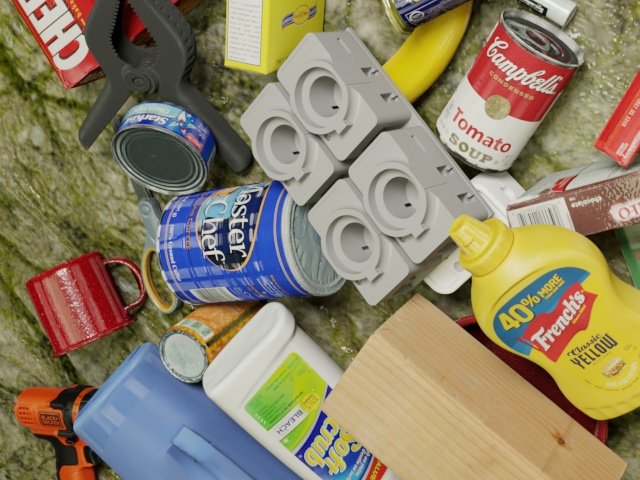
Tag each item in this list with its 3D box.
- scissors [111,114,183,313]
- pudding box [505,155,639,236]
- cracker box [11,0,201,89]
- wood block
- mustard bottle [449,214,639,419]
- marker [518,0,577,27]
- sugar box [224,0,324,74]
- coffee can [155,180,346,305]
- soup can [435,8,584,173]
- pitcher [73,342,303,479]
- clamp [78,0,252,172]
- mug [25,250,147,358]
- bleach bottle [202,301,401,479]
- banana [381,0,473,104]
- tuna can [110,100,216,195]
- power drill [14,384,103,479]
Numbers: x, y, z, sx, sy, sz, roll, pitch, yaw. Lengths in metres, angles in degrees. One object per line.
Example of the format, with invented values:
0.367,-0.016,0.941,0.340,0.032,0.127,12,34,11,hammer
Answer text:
-0.147,-0.023,1.019,0.096,0.016,0.202,4,111,28,scissors
0.200,-0.033,0.762,0.114,0.089,0.039,-14,100,35,pudding box
-0.180,-0.252,0.911,0.214,0.072,0.164,-28,94,36,cracker box
0.116,0.149,0.816,0.206,0.090,0.090,39,123,12,wood block
0.163,0.043,0.739,0.191,0.058,0.096,37,119,-19,mustard bottle
0.131,-0.194,0.780,0.121,0.020,0.020,35,123,15,marker
-0.031,-0.224,0.820,0.048,0.093,0.176,18,118,23,sugar box
-0.056,0.001,0.921,0.141,0.102,0.103,-6,106,33,coffee can
0.137,-0.108,0.783,0.068,0.068,0.102,39,125,12,soup can
-0.103,0.208,0.981,0.243,0.144,0.149,42,119,-5,pitcher
-0.155,-0.141,0.902,0.165,0.036,0.210,4,139,17,clamp
-0.231,0.057,1.065,0.117,0.093,0.081,-24,91,4,mug
0.018,0.170,0.937,0.250,0.068,0.102,43,91,-19,bleach bottle
0.050,-0.133,0.843,0.198,0.037,0.069,-27,95,36,banana
-0.133,-0.079,0.912,0.086,0.033,0.086,12,145,9,tuna can
-0.241,0.247,1.161,0.185,0.057,0.187,-1,106,35,power drill
